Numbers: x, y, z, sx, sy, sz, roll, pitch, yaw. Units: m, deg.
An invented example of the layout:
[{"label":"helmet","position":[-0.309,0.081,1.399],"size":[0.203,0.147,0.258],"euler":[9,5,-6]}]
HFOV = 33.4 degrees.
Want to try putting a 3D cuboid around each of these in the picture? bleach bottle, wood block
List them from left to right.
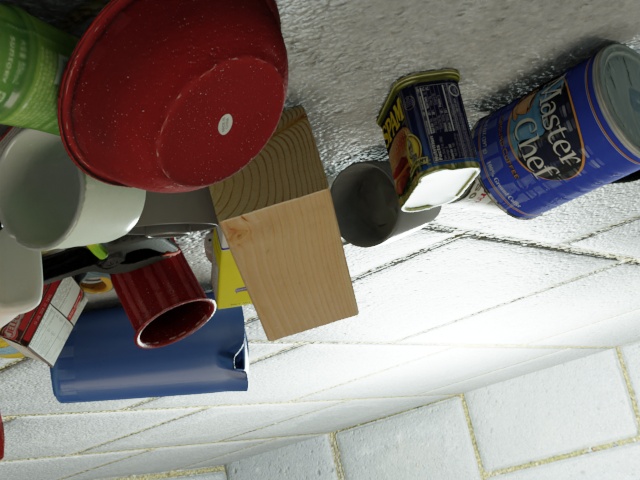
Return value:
[{"label":"bleach bottle","position":[-0.327,0.054,0.991],"size":[0.068,0.102,0.251],"euler":[4,158,-31]},{"label":"wood block","position":[-0.031,-0.008,0.915],"size":[0.091,0.090,0.206],"euler":[-16,147,0]}]

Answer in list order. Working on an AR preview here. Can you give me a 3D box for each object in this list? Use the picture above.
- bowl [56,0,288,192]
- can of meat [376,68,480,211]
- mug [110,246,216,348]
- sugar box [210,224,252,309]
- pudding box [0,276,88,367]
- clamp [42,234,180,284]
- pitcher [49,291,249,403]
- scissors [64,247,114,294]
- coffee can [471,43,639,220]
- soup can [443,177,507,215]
[{"label":"bowl","position":[-0.074,-0.085,0.645],"size":[0.161,0.055,0.162],"euler":[-30,146,-24]},{"label":"can of meat","position":[0.088,-0.079,0.876],"size":[0.057,0.084,0.102],"euler":[-9,164,-11]},{"label":"mug","position":[-0.165,0.058,1.130],"size":[0.093,0.081,0.117],"euler":[-34,158,7]},{"label":"sugar box","position":[-0.057,0.002,1.043],"size":[0.093,0.048,0.176],"euler":[-9,150,-12]},{"label":"pudding box","position":[-0.289,0.078,1.121],"size":[0.039,0.090,0.113],"euler":[23,164,8]},{"label":"clamp","position":[-0.217,0.013,1.030],"size":[0.120,0.039,0.171],"euler":[-31,159,34]},{"label":"pitcher","position":[-0.214,0.134,1.342],"size":[0.242,0.145,0.149],"euler":[-5,151,-10]},{"label":"scissors","position":[-0.221,0.021,1.118],"size":[0.096,0.016,0.202],"euler":[-10,164,-13]},{"label":"coffee can","position":[0.212,-0.089,0.902],"size":[0.102,0.103,0.141],"euler":[2,159,-41]},{"label":"soup can","position":[0.150,-0.062,1.014],"size":[0.069,0.068,0.102],"euler":[-25,159,39]}]
